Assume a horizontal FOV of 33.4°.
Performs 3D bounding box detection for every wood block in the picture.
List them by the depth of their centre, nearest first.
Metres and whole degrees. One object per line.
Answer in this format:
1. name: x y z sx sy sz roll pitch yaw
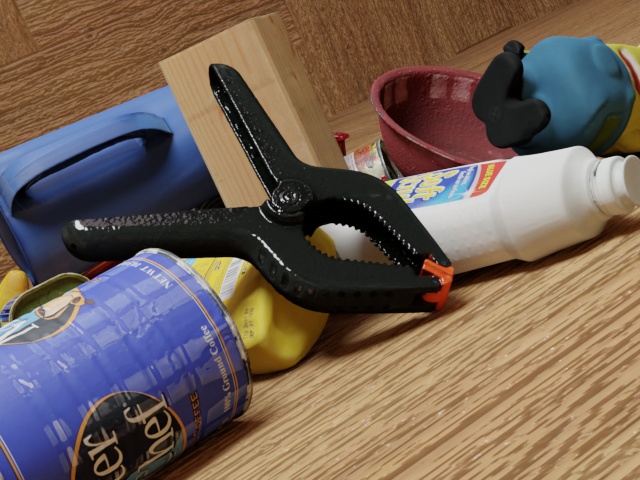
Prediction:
1. wood block: -0.040 -0.076 0.895 0.091 0.206 0.090 -22 9 17

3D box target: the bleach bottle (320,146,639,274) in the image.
1. bleach bottle: 0.085 -0.014 0.655 0.251 0.068 0.102 -14 16 44

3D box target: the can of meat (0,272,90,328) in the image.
1. can of meat: -0.163 0.075 0.689 0.057 0.102 0.084 -29 7 -23

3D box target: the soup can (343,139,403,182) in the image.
1. soup can: 0.023 -0.041 0.975 0.102 0.068 0.068 -23 8 15

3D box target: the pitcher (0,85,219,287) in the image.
1. pitcher: -0.180 -0.063 0.965 0.242 0.145 0.149 -29 30 -18

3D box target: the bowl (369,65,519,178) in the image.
1. bowl: 0.108 -0.065 0.761 0.162 0.055 0.162 11 31 -7

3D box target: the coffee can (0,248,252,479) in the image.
1. coffee can: -0.118 0.079 0.523 0.140 0.103 0.103 -31 10 -35

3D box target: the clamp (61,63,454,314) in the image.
1. clamp: -0.028 -0.009 0.603 0.164 0.210 0.036 -48 -22 -30

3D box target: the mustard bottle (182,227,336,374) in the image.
1. mustard bottle: -0.076 0.049 0.690 0.192 0.058 0.096 -18 45 44
